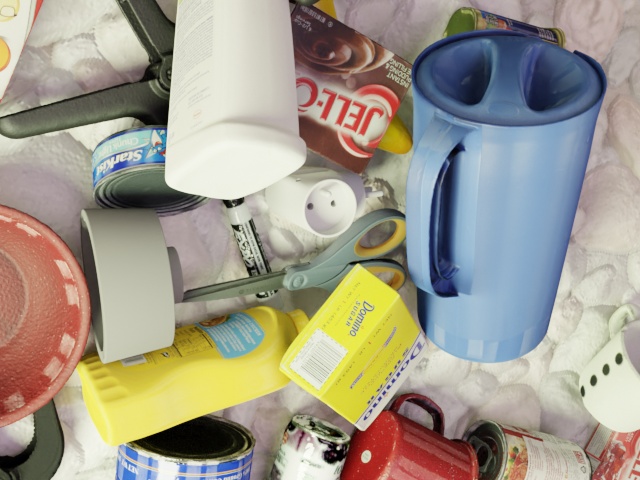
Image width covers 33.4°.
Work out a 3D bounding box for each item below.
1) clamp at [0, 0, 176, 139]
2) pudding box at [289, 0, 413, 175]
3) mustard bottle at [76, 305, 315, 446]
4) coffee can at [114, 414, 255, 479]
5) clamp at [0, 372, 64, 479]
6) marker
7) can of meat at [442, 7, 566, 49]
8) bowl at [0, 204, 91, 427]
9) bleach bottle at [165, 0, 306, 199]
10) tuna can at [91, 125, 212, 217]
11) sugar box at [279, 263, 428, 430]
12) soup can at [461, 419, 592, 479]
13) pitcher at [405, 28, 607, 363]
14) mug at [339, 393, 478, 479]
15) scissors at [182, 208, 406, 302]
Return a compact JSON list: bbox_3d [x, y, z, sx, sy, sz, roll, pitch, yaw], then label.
[{"bbox_3d":[-0.112,-0.129,0.760,0.209,0.036,0.164,14,91,-27],"label":"clamp"},{"bbox_3d":[0.002,-0.111,0.771,0.113,0.039,0.090,25,96,-26],"label":"pudding box"},{"bbox_3d":[-0.078,0.091,0.792,0.191,0.096,0.058,-16,109,-19],"label":"mustard bottle"},{"bbox_3d":[-0.107,0.212,0.804,0.102,0.103,0.140,3,100,-24],"label":"coffee can"},{"bbox_3d":[-0.230,0.181,0.780,0.120,0.039,0.171,33,88,-27],"label":"clamp"},{"bbox_3d":[-0.055,0.001,0.824,0.020,0.020,0.121,-25,111,-17],"label":"marker"},{"bbox_3d":[0.139,-0.130,0.858,0.083,0.057,0.102,10,98,-23],"label":"can of meat"},{"bbox_3d":[-0.243,0.048,0.734,0.161,0.055,0.162,-5,104,-22],"label":"bowl"},{"bbox_3d":[-0.057,-0.160,0.707,0.068,0.103,0.251,11,70,-33],"label":"bleach bottle"},{"bbox_3d":[-0.117,-0.048,0.749,0.086,0.086,0.034,2,67,-24],"label":"tuna can"},{"bbox_3d":[0.032,0.087,0.809,0.093,0.048,0.176,-51,157,-5],"label":"sugar box"},{"bbox_3d":[0.181,0.202,0.946,0.102,0.069,0.068,18,94,-26],"label":"soup can"},{"bbox_3d":[0.124,-0.021,0.798,0.149,0.145,0.243,-6,129,-5],"label":"pitcher"},{"bbox_3d":[0.073,0.182,0.891,0.081,0.093,0.117,30,59,-21],"label":"mug"},{"bbox_3d":[-0.007,0.013,0.819,0.201,0.016,0.096,5,121,-37],"label":"scissors"}]
